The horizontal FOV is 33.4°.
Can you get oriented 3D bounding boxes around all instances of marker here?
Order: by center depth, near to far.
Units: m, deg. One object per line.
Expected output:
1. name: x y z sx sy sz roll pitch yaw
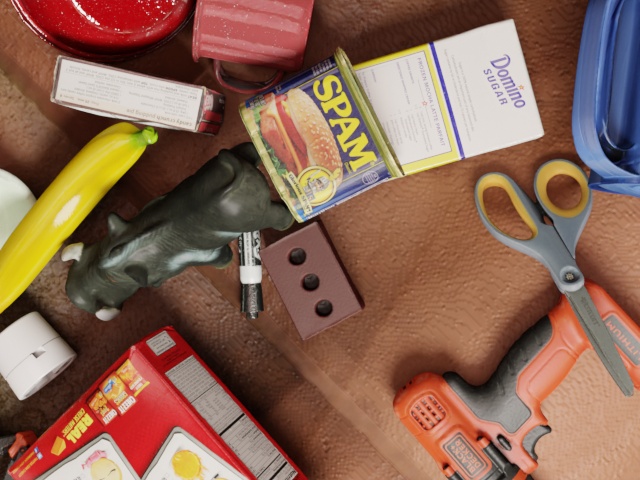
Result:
1. marker: -0.056 0.001 0.837 0.020 0.020 0.121 -2 93 3

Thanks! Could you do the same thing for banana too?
1. banana: -0.194 -0.023 0.797 0.037 0.069 0.198 41 100 -12

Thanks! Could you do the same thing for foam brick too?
1. foam brick: -0.006 0.030 0.819 0.053 0.051 0.078 -28 91 5

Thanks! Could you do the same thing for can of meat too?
1. can of meat: 0.001 -0.073 0.765 0.084 0.057 0.102 -26 91 9

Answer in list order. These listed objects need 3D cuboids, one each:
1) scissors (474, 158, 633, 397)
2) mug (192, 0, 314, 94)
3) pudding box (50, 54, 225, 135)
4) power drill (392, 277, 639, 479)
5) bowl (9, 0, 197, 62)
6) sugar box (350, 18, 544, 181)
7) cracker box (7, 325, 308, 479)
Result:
1. scissors: 0.192 0.013 0.779 0.096 0.016 0.202 -33 60 -10
2. mug: -0.049 -0.162 0.801 0.081 0.093 0.117 10 124 -2
3. pudding box: -0.134 -0.108 0.801 0.113 0.090 0.039 11 94 3
4. power drill: 0.177 0.135 0.810 0.188 0.057 0.184 -42 90 4
5. bowl: -0.148 -0.202 0.776 0.162 0.055 0.162 -10 118 -20
6. sugar box: 0.071 -0.098 0.812 0.176 0.048 0.093 -15 92 2
7. cracker box: -0.105 0.195 0.798 0.214 0.072 0.164 48 113 4
